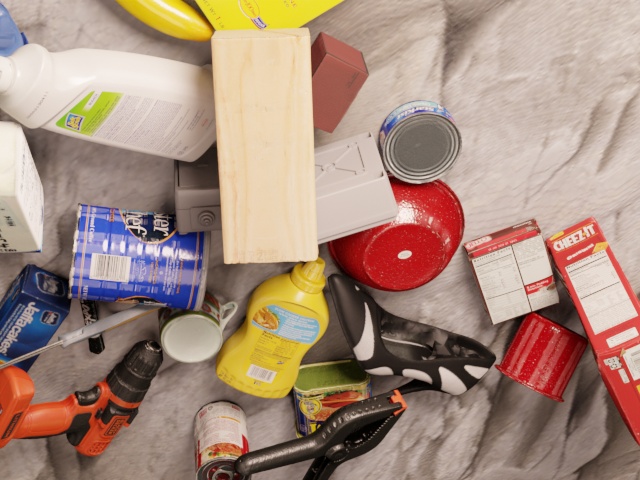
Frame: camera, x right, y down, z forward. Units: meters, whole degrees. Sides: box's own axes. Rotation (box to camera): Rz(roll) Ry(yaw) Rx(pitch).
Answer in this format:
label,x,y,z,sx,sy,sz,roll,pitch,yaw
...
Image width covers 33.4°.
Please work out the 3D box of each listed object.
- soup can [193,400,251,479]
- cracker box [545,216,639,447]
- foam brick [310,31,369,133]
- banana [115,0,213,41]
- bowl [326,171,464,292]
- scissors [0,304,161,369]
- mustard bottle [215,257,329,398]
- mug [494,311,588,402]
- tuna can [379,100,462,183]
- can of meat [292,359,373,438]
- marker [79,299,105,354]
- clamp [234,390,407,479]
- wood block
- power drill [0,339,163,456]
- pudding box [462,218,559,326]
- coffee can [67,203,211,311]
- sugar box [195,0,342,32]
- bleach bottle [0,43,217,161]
label,x,y,z,sx,sy,sz,roll,pitch,yaw
soup can,-0.122,0.256,1.317,0.068,0.102,0.068,-4,125,-6
cracker box,0.334,0.102,1.204,0.072,0.213,0.164,-25,124,12
foam brick,0.006,-0.159,1.079,0.053,0.051,0.078,23,119,-23
banana,-0.178,-0.253,0.991,0.070,0.037,0.197,-16,128,27
bowl,0.089,0.003,1.200,0.162,0.055,0.162,-4,124,-6
scissors,-0.272,0.107,1.192,0.201,0.096,0.016,-22,88,-5
mustard bottle,-0.044,0.096,1.244,0.096,0.058,0.192,21,119,-16
mug,0.274,0.139,1.298,0.081,0.093,0.117,-64,155,4
tuna can,0.106,-0.106,1.140,0.086,0.034,0.086,-4,125,-5
can of meat,0.016,0.198,1.324,0.102,0.057,0.084,-7,123,-3
marker,-0.265,0.083,1.228,0.020,0.020,0.121,-5,125,-4
clamp,0.014,0.253,1.291,0.210,0.036,0.164,-30,141,-1
wood block,-0.050,-0.090,0.999,0.090,0.091,0.206,-2,106,-1
power drill,-0.288,0.182,1.231,0.187,0.057,0.185,9,125,-44
pudding box,0.226,0.038,1.253,0.090,0.039,0.113,-19,123,6
coffee can,-0.194,0.018,1.143,0.140,0.103,0.103,6,123,-12
sugar box,-0.028,-0.254,1.012,0.176,0.048,0.093,-28,124,13
bleach bottle,-0.197,-0.137,0.989,0.250,0.068,0.103,8,130,-49
